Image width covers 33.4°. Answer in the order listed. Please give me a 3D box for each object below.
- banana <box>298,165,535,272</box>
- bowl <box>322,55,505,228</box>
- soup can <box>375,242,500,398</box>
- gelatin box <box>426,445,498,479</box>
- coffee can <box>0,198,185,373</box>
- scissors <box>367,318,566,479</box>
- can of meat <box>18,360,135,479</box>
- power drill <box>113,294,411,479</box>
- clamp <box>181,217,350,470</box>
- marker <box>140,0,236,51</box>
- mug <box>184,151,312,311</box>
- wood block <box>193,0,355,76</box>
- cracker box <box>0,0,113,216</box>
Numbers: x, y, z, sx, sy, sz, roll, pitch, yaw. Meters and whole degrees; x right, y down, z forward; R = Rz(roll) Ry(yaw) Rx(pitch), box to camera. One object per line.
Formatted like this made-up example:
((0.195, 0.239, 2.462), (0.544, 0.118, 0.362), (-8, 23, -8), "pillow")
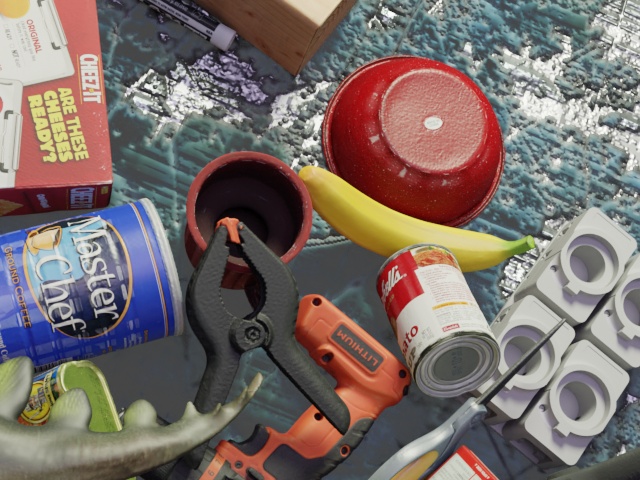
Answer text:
((0.067, -0.012, 0.841), (0.197, 0.070, 0.037), (15, 45, -15), "banana")
((0.085, -0.089, 0.877), (0.162, 0.055, 0.162), (3, 74, -11), "bowl")
((0.088, 0.060, 0.803), (0.068, 0.068, 0.102), (-4, 40, -14), "soup can")
((0.092, 0.198, 0.750), (0.089, 0.073, 0.030), (-44, 115, -2), "gelatin box")
((-0.178, 0.036, 0.756), (0.140, 0.103, 0.103), (-15, 78, -16), "coffee can")
((0.107, 0.140, 0.789), (0.201, 0.096, 0.016), (-37, 59, -13), "scissors")
((-0.182, 0.142, 0.728), (0.084, 0.057, 0.102), (-25, 79, 17), "can of meat")
((-0.037, 0.133, 0.785), (0.184, 0.057, 0.187), (40, 73, -3), "power drill")
((-0.039, 0.069, 0.740), (0.120, 0.039, 0.171), (-2, 91, -20), "clamp")
((-0.126, -0.194, 0.879), (0.121, 0.020, 0.020), (30, 70, -3), "marker")
((-0.055, 0.001, 0.804), (0.093, 0.082, 0.117), (-16, 78, -17), "mug")
((-0.070, -0.243, 0.869), (0.206, 0.090, 0.090), (37, 69, 0), "wood block")
((-0.270, -0.101, 0.792), (0.213, 0.072, 0.164), (-4, 76, -15), "cracker box")
